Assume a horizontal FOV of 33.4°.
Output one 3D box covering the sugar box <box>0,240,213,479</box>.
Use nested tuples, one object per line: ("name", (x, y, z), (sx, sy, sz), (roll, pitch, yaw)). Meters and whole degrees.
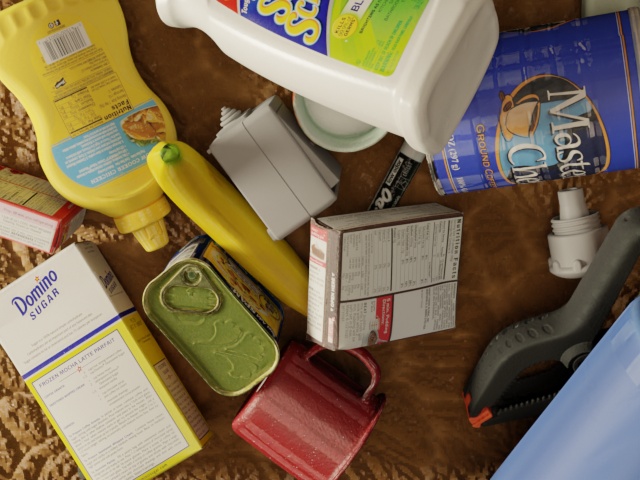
("sugar box", (-0.165, 0.097, 0.791), (0.093, 0.048, 0.176), (-31, 87, 9))

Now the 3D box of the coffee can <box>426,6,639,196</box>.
("coffee can", (0.141, -0.089, 0.695), (0.140, 0.102, 0.103), (-7, 105, 16))

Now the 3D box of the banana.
("banana", (-0.063, -0.011, 0.749), (0.037, 0.070, 0.197), (-39, 129, 6))

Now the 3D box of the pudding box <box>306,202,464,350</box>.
("pudding box", (0.046, 0.024, 0.750), (0.113, 0.039, 0.090), (-8, 108, -34))

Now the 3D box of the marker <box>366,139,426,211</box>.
("marker", (0.044, -0.022, 0.774), (0.020, 0.020, 0.121), (27, 105, -4))

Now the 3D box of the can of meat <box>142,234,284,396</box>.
("can of meat", (-0.072, 0.049, 0.767), (0.057, 0.084, 0.102), (-38, 100, 12))

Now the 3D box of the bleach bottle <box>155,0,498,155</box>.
("bleach bottle", (-0.020, -0.139, 0.677), (0.251, 0.068, 0.102), (22, 75, 27))

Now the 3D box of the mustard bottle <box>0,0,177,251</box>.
("mustard bottle", (-0.155, -0.080, 0.747), (0.096, 0.058, 0.191), (-28, 104, -15))

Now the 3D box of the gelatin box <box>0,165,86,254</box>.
("gelatin box", (-0.219, -0.025, 0.761), (0.089, 0.073, 0.030), (18, 106, -2))

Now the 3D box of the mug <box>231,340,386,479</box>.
("mug", (-0.005, 0.119, 0.778), (0.081, 0.093, 0.117), (36, 116, -2))

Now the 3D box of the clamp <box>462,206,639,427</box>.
("clamp", (0.196, 0.076, 0.766), (0.164, 0.036, 0.210), (30, 122, -29))
